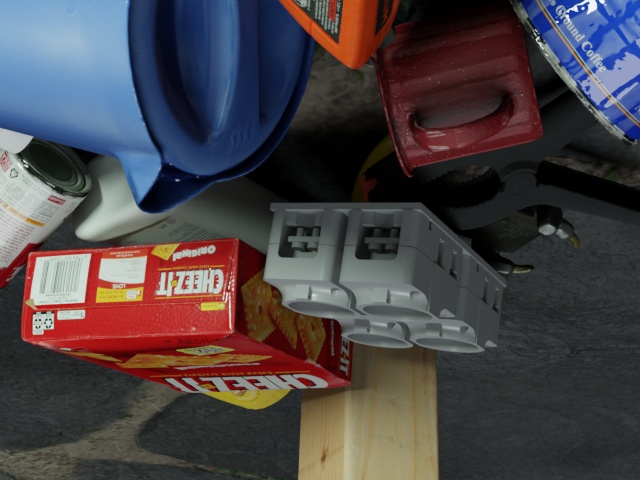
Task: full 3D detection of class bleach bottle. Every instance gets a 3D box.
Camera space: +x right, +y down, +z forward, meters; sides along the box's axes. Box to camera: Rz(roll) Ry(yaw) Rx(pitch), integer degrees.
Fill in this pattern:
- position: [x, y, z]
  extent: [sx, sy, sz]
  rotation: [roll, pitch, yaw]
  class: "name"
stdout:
- position: [-0.055, 0.001, 0.810]
  extent: [0.103, 0.068, 0.250]
  rotation: [-19, 147, 40]
  class: "bleach bottle"

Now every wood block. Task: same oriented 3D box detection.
- position: [0.040, 0.143, 0.907]
  extent: [0.090, 0.206, 0.091]
  rotation: [16, 148, -22]
  class: "wood block"

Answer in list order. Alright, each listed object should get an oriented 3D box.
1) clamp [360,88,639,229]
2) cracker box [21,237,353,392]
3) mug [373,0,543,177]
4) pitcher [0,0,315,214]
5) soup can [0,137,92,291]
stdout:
- position: [0.130, -0.057, 0.686]
  extent: [0.210, 0.036, 0.164]
  rotation: [-6, 140, 0]
  class: "clamp"
- position: [-0.087, 0.062, 0.780]
  extent: [0.164, 0.072, 0.213]
  rotation: [-4, 162, 22]
  class: "cracker box"
- position: [0.079, -0.084, 0.603]
  extent: [0.081, 0.117, 0.093]
  rotation: [-11, 117, 13]
  class: "mug"
- position: [-0.130, -0.120, 0.497]
  extent: [0.243, 0.149, 0.145]
  rotation: [12, 133, 29]
  class: "pitcher"
- position: [-0.215, -0.022, 0.737]
  extent: [0.102, 0.068, 0.068]
  rotation: [-44, 132, 18]
  class: "soup can"
